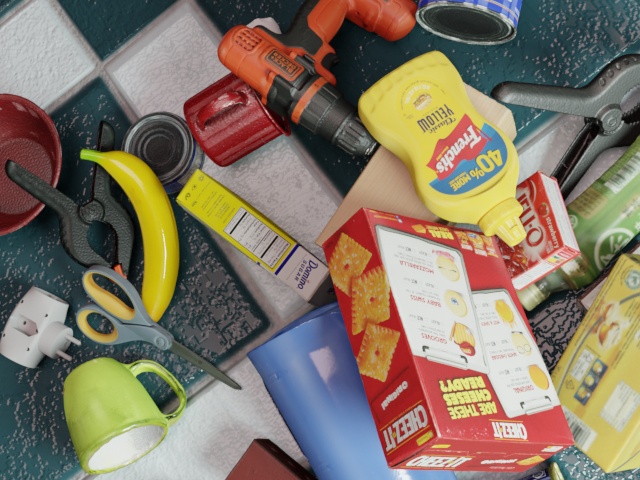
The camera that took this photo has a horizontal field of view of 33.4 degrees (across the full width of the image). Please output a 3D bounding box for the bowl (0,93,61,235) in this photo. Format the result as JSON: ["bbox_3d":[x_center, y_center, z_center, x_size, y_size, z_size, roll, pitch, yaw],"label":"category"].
[{"bbox_3d":[-0.349,-0.078,1.182,0.162,0.055,0.162,-3,79,13],"label":"bowl"}]

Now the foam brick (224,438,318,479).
[{"bbox_3d":[-0.044,0.238,1.045,0.078,0.053,0.051,37,89,17],"label":"foam brick"}]

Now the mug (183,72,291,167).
[{"bbox_3d":[-0.091,-0.129,1.099,0.081,0.117,0.093,-30,85,12],"label":"mug"}]

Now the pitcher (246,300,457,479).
[{"bbox_3d":[0.036,0.180,0.995,0.145,0.149,0.243,-27,85,5],"label":"pitcher"}]

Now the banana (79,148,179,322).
[{"bbox_3d":[-0.184,-0.013,1.118,0.070,0.037,0.198,-19,97,8],"label":"banana"}]

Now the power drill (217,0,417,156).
[{"bbox_3d":[0.018,-0.188,1.067,0.184,0.057,0.187,38,59,6],"label":"power drill"}]

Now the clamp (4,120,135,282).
[{"bbox_3d":[-0.240,-0.040,1.132,0.120,0.039,0.171,-34,103,-12],"label":"clamp"}]

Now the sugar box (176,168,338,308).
[{"bbox_3d":[-0.057,0.001,1.075,0.176,0.093,0.048,34,89,17],"label":"sugar box"}]

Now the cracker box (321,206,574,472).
[{"bbox_3d":[0.105,0.086,0.907,0.072,0.163,0.214,-43,50,38],"label":"cracker box"}]

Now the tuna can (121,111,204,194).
[{"bbox_3d":[-0.171,-0.095,1.152,0.086,0.033,0.086,-3,79,13],"label":"tuna can"}]

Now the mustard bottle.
[{"bbox_3d":[0.122,-0.075,0.967,0.096,0.058,0.192,-32,73,-8],"label":"mustard bottle"}]

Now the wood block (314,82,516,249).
[{"bbox_3d":[0.096,-0.052,1.049,0.091,0.090,0.206,33,89,18],"label":"wood block"}]

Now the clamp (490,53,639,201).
[{"bbox_3d":[0.266,-0.109,1.020,0.210,0.164,0.036,-22,36,-10],"label":"clamp"}]

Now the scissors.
[{"bbox_3d":[-0.180,0.110,1.119,0.202,0.016,0.096,45,122,0],"label":"scissors"}]

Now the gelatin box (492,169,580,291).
[{"bbox_3d":[0.192,-0.009,0.986,0.073,0.030,0.089,-37,49,35],"label":"gelatin box"}]

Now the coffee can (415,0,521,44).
[{"bbox_3d":[0.159,-0.281,1.071,0.103,0.102,0.140,11,82,16],"label":"coffee can"}]
